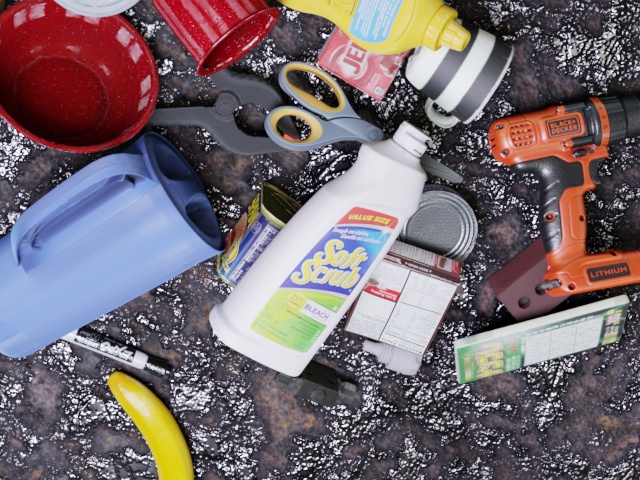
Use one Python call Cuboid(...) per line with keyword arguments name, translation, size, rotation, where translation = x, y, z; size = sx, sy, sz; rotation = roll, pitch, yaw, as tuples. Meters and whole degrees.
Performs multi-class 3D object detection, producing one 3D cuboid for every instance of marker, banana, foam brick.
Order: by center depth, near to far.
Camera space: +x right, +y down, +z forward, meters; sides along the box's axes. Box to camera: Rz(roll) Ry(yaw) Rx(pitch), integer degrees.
Cuboid(name="foam brick", translation=(0.221, 0.042, 1.097), size=(0.078, 0.051, 0.053), rotation=(-41, 106, 9))
Cuboid(name="marker", translation=(-0.212, 0.115, 1.113), size=(0.121, 0.020, 0.020), rotation=(24, 105, -11))
Cuboid(name="banana", translation=(-0.175, 0.228, 1.142), size=(0.069, 0.037, 0.198), rotation=(-9, 108, -1))

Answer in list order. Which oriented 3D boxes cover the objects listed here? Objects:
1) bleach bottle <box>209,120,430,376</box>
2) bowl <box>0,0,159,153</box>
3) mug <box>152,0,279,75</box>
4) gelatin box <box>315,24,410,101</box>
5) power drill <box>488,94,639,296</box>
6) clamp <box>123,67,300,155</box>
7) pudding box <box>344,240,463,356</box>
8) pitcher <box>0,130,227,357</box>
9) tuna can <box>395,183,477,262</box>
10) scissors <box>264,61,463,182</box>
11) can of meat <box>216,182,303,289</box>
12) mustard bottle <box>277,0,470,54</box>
Cuboid(name="bleach bottle", translation=(0.009, -0.001, 0.964), size=(0.102, 0.068, 0.251), rotation=(29, 102, -27))
Cuboid(name="bowl", translation=(-0.234, -0.144, 0.985), size=(0.162, 0.055, 0.162), rotation=(9, 66, -21))
Cuboid(name="mug", translation=(-0.091, -0.213, 0.969), size=(0.081, 0.117, 0.093), rotation=(52, 129, 4))
Cuboid(name="gelatin box", translation=(0.048, -0.190, 1.023), size=(0.073, 0.030, 0.089), rotation=(29, 103, -11))
Cuboid(name="power drill", translation=(0.268, -0.046, 1.041), size=(0.184, 0.057, 0.187), rotation=(-11, 84, -5))
Cuboid(name="clamp", translation=(-0.092, -0.143, 1.028), size=(0.171, 0.039, 0.120), rotation=(19, 109, -9))
Cuboid(name="pudding box", translation=(0.083, 0.057, 1.078), size=(0.090, 0.039, 0.114), rotation=(18, 132, -3))
Cuboid(name="pitcher", translation=(-0.225, 0.007, 1.017), size=(0.243, 0.145, 0.149), rotation=(-31, 110, 10))
Cuboid(name="tuna can", translation=(0.114, -0.014, 1.082), size=(0.086, 0.034, 0.086), rotation=(-1, 108, -3))
Cuboid(name="scissors", translation=(0.032, -0.090, 1.011), size=(0.202, 0.016, 0.096), rotation=(40, 71, 1))
Cuboid(name="can of meat", translation=(-0.057, 0.001, 1.043), size=(0.057, 0.102, 0.084), rotation=(34, 105, -14))
Cuboid(name="mustard bottle", translation=(0.049, -0.223, 0.958), size=(0.192, 0.058, 0.096), rotation=(32, 118, 14))
